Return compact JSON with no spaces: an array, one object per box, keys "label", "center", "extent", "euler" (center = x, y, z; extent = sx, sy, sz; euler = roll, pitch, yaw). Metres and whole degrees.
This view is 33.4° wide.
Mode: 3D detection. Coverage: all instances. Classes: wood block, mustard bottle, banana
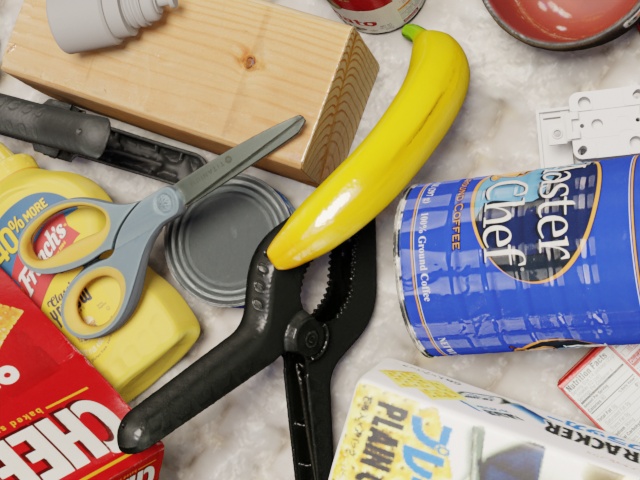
[{"label":"wood block","center":[-0.080,-0.109,0.673],"extent":[0.206,0.090,0.091],"euler":[20,88,15]},{"label":"mustard bottle","center":[-0.166,0.013,0.696],"extent":[0.096,0.058,0.192],"euler":[-42,76,20]},{"label":"banana","center":[0.040,-0.059,0.619],"extent":[0.037,0.070,0.197],"euler":[46,59,-23]}]

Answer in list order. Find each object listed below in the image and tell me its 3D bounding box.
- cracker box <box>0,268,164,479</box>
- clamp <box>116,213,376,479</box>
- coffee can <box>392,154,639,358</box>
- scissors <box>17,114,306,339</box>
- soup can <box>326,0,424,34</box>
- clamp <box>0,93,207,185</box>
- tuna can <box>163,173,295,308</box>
[{"label":"cracker box","center":[-0.220,0.103,0.616],"extent":[0.214,0.163,0.072],"euler":[40,135,27]},{"label":"clamp","center":[-0.012,0.066,0.640],"extent":[0.036,0.164,0.210],"euler":[8,63,48]},{"label":"coffee can","center":[0.124,0.010,0.590],"extent":[0.140,0.102,0.103],"euler":[-7,83,25]},{"label":"scissors","center":[-0.091,-0.001,0.626],"extent":[0.202,0.016,0.096],"euler":[-14,86,21]},{"label":"soup can","center":[0.027,-0.171,0.646],"extent":[0.068,0.102,0.068],"euler":[-1,84,13]},{"label":"clamp","center":[-0.159,-0.068,0.695],"extent":[0.172,0.120,0.039],"euler":[19,85,36]},{"label":"tuna can","center":[-0.054,0.001,0.683],"extent":[0.086,0.033,0.086],"euler":[-1,84,14]}]
